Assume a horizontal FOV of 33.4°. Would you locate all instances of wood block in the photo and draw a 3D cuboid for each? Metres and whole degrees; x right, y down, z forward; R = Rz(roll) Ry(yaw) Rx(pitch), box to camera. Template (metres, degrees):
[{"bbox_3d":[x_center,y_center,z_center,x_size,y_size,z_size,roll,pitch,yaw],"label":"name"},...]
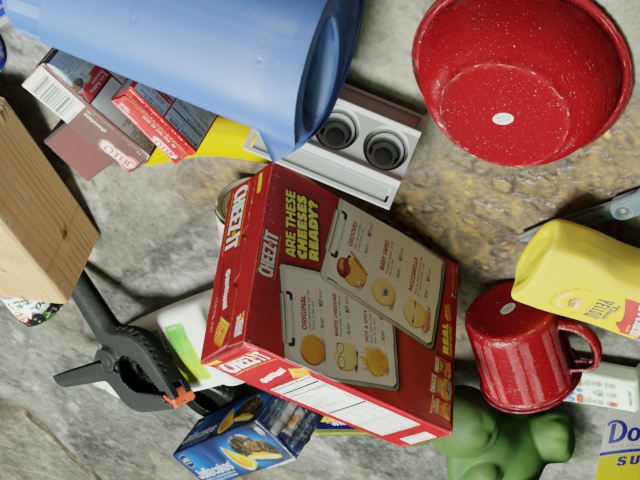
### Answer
[{"bbox_3d":[-0.301,-0.035,1.003,0.090,0.090,0.206,6,147,21],"label":"wood block"}]

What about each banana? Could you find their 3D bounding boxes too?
[{"bbox_3d":[-0.085,-0.080,0.913,0.198,0.037,0.069,8,137,19],"label":"banana"}]

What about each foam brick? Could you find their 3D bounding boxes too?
[{"bbox_3d":[-0.187,-0.101,0.910,0.053,0.078,0.051,44,137,-18],"label":"foam brick"}]

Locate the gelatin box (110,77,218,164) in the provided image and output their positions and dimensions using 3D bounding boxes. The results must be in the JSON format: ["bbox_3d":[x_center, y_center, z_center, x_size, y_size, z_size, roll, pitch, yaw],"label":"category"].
[{"bbox_3d":[-0.116,-0.116,0.848,0.030,0.089,0.073,-23,122,42],"label":"gelatin box"}]

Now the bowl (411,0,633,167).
[{"bbox_3d":[0.136,-0.105,0.760,0.162,0.055,0.162,15,140,12],"label":"bowl"}]

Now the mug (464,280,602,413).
[{"bbox_3d":[0.184,0.089,0.922,0.117,0.093,0.081,2,131,33],"label":"mug"}]

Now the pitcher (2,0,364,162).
[{"bbox_3d":[-0.094,-0.174,0.758,0.243,0.149,0.145,20,155,10],"label":"pitcher"}]

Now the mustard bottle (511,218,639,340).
[{"bbox_3d":[0.257,0.045,0.852,0.191,0.058,0.096,19,150,-2],"label":"mustard bottle"}]

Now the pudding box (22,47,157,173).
[{"bbox_3d":[-0.170,-0.123,0.867,0.113,0.090,0.039,42,136,-20],"label":"pudding box"}]

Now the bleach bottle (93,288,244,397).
[{"bbox_3d":[-0.170,0.128,1.153,0.251,0.067,0.102,-25,94,44],"label":"bleach bottle"}]

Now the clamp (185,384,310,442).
[{"bbox_3d":[-0.104,0.202,1.232,0.171,0.039,0.120,36,135,-3],"label":"clamp"}]

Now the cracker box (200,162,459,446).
[{"bbox_3d":[0.015,0.058,0.875,0.213,0.164,0.072,27,143,-30],"label":"cracker box"}]

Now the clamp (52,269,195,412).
[{"bbox_3d":[-0.216,0.128,1.124,0.210,0.036,0.165,33,127,28],"label":"clamp"}]
